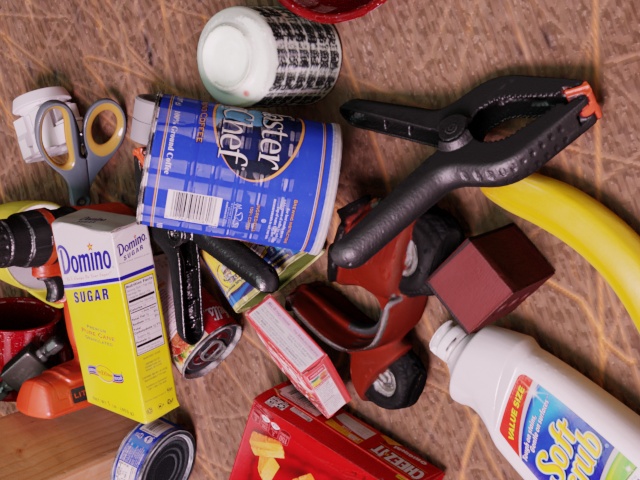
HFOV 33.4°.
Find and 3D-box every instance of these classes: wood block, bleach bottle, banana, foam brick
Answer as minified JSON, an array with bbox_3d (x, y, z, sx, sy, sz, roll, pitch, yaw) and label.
[{"bbox_3d":[-0.257,0.215,0.995,0.090,0.205,0.091,38,116,23],"label":"wood block"},{"bbox_3d":[0.179,0.150,0.779,0.251,0.067,0.103,38,117,26],"label":"bleach bottle"},{"bbox_3d":[0.194,0.011,0.759,0.070,0.037,0.198,-46,72,29],"label":"banana"},{"bbox_3d":[0.125,0.027,0.784,0.051,0.078,0.053,51,123,16],"label":"foam brick"}]

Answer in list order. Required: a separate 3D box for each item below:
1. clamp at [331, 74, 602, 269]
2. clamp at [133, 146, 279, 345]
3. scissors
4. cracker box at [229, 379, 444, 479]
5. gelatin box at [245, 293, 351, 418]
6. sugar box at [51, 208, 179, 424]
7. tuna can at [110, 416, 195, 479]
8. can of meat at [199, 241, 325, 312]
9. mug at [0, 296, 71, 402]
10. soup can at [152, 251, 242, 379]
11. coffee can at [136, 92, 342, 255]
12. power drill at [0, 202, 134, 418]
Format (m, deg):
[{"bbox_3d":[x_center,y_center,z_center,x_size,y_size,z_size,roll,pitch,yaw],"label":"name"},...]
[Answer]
[{"bbox_3d":[0.097,-0.061,0.773,0.210,0.036,0.164,-12,50,28],"label":"clamp"},{"bbox_3d":[-0.100,-0.007,0.883,0.120,0.039,0.171,-23,88,32],"label":"clamp"},{"bbox_3d":[-0.216,-0.053,1.028,0.016,0.096,0.202,39,151,45],"label":"scissors"},{"bbox_3d":[-0.007,0.252,0.914,0.164,0.071,0.214,29,114,27],"label":"cracker box"},{"bbox_3d":[-0.019,0.096,0.885,0.030,0.073,0.089,-39,50,-11],"label":"gelatin box"},{"bbox_3d":[-0.179,0.064,0.930,0.094,0.048,0.176,8,115,43],"label":"sugar box"},{"bbox_3d":[-0.155,0.210,0.999,0.034,0.086,0.086,19,108,28],"label":"tuna can"},{"bbox_3d":[-0.056,0.001,0.915,0.102,0.057,0.084,-40,77,32],"label":"can of meat"},{"bbox_3d":[-0.300,0.114,1.082,0.117,0.093,0.081,13,110,24],"label":"mug"},{"bbox_3d":[-0.129,0.067,0.968,0.102,0.068,0.069,44,119,21],"label":"soup can"},{"bbox_3d":[-0.062,-0.050,0.813,0.140,0.103,0.103,9,107,-7],"label":"coffee can"},{"bbox_3d":[-0.241,0.062,0.972,0.057,0.184,0.188,9,103,38],"label":"power drill"}]
